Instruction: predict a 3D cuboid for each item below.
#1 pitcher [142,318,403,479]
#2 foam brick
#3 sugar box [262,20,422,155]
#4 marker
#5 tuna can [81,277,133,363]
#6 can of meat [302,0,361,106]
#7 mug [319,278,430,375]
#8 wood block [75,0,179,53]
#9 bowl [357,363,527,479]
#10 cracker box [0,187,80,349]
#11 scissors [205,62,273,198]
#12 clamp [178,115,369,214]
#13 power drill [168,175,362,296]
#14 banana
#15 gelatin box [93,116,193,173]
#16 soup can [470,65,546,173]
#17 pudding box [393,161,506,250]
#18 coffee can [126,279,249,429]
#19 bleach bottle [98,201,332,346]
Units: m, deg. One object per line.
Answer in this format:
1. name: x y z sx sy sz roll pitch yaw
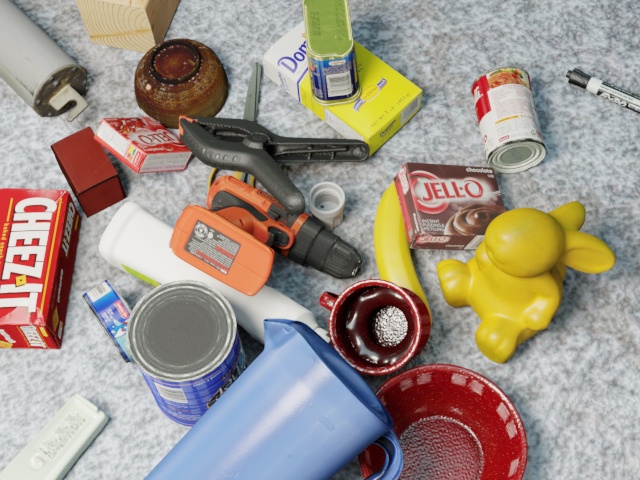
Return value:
1. pitcher: -0.053 0.204 0.970 0.243 0.144 0.149 -44 49 4
2. foam brick: -0.260 -0.078 1.197 0.051 0.053 0.078 -28 64 -12
3. sugar box: 0.024 -0.186 1.245 0.176 0.048 0.093 40 71 20
4. marker: 0.341 -0.169 1.236 0.121 0.020 0.020 27 67 16
5. tuna can: -0.208 0.082 1.091 0.033 0.086 0.086 -34 66 -13
6. can of meat: 0.011 -0.216 1.188 0.057 0.084 0.102 -7 60 2
7. mug: 0.053 0.081 1.068 0.117 0.081 0.093 22 94 18
8. wood block: -0.215 -0.343 1.315 0.091 0.090 0.206 12 64 9
9. bowl: 0.115 0.203 1.028 0.162 0.055 0.162 -1 62 2
10. cracker box: -0.377 0.027 1.136 0.213 0.072 0.164 1 63 2
11. scissors: -0.068 -0.116 1.229 0.096 0.016 0.201 18 64 10
12. clamp: -0.060 -0.099 1.173 0.210 0.036 0.164 24 35 27
13. power drill: -0.057 0.001 1.085 0.184 0.187 0.057 27 106 9
14. banana: 0.091 0.001 1.147 0.069 0.037 0.197 4 62 5
15. gelatin box: -0.196 -0.108 1.194 0.073 0.089 0.030 38 114 22
16. soup can: 0.211 -0.135 1.197 0.068 0.068 0.102 -7 63 -1
17. pudding box: 0.141 -0.036 1.143 0.113 0.039 0.090 3 60 -24
18. coffee can: -0.125 0.114 1.039 0.103 0.140 0.103 -1 62 2
19. bleach bottle: -0.100 0.051 1.093 0.251 0.102 0.068 28 81 16
